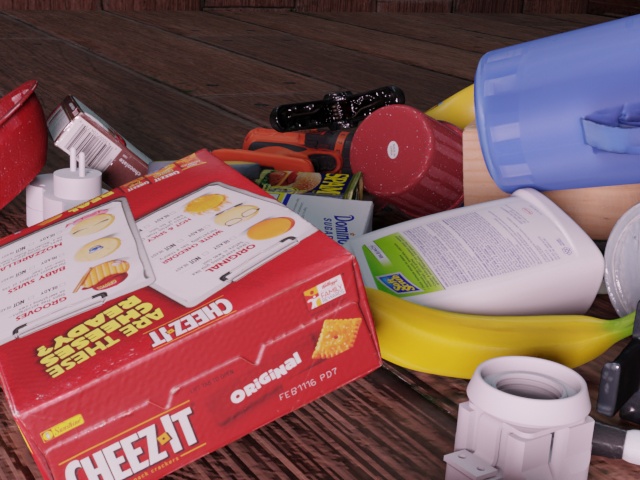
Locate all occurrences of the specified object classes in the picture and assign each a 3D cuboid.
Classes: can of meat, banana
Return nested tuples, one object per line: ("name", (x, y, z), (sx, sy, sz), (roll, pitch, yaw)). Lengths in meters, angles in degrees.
("can of meat", (-0.012, -0.022, 0.859), (0.084, 0.057, 0.102), (3, 17, 7))
("banana", (0.088, 0.052, 0.614), (0.197, 0.070, 0.037), (4, 44, -19))

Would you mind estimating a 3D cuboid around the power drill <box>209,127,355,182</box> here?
("power drill", (-0.011, -0.067, 1.006), (0.185, 0.057, 0.187), (5, 14, 19))

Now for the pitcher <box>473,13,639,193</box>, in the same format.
("pitcher", (0.234, -0.097, 0.742), (0.243, 0.145, 0.149), (-8, -23, 22))

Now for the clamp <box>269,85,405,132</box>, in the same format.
("clamp", (0.009, -0.121, 1.008), (0.120, 0.039, 0.171), (-4, 3, -4))

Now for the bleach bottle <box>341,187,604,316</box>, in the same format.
("bleach bottle", (0.059, 0.025, 0.688), (0.250, 0.068, 0.103), (-9, 39, -30))

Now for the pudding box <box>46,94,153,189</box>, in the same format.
("pudding box", (-0.180, -0.072, 0.922), (0.113, 0.039, 0.090), (42, 0, -26))

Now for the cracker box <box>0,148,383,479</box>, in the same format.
("cracker box", (-0.089, 0.035, 0.559), (0.164, 0.072, 0.214), (-26, 27, -15))

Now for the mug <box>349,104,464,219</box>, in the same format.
("mug", (0.069, -0.063, 0.930), (0.081, 0.117, 0.093), (18, 39, -57))

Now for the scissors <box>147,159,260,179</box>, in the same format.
("scissors", (-0.092, -0.060, 0.891), (0.096, 0.016, 0.201), (2, 5, 3))

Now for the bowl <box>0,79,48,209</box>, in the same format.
("bowl", (-0.269, -0.055, 0.841), (0.162, 0.055, 0.162), (-32, 22, 15))

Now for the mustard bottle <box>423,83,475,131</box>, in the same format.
("mustard bottle", (0.133, -0.117, 1.089), (0.192, 0.058, 0.096), (-28, -5, 7))
